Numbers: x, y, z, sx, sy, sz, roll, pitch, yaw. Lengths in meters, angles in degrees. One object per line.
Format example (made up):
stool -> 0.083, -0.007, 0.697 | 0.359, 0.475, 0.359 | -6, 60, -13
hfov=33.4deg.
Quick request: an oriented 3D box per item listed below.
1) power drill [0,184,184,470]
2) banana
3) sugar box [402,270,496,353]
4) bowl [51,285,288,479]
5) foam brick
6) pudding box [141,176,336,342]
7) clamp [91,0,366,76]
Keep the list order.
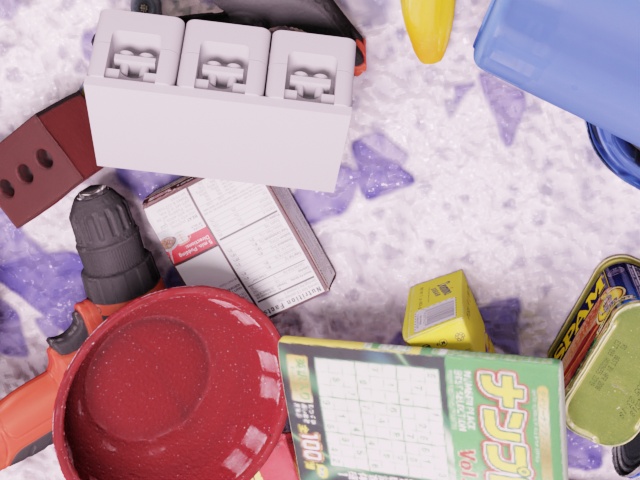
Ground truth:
power drill -> -0.183, 0.074, 0.701 | 0.187, 0.057, 0.184 | -26, 115, -25
banana -> 0.091, -0.203, 0.636 | 0.069, 0.037, 0.198 | 31, 109, -1
sugar box -> 0.107, 0.117, 0.706 | 0.048, 0.093, 0.176 | -22, 104, 14
bowl -> -0.101, 0.099, 0.692 | 0.161, 0.055, 0.162 | -9, 109, -28
foam brick -> -0.180, -0.053, 0.705 | 0.078, 0.051, 0.053 | -30, 101, 35
pudding box -> -0.055, 0.001, 0.722 | 0.090, 0.039, 0.113 | -25, 104, 15
clamp -> -0.057, -0.132, 0.662 | 0.171, 0.039, 0.120 | 24, 143, -20
